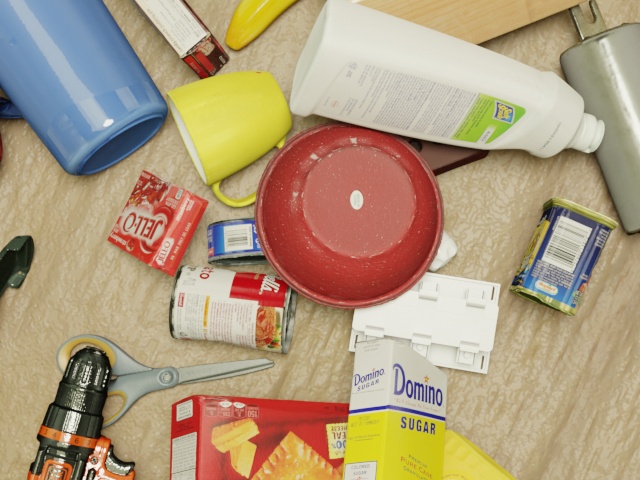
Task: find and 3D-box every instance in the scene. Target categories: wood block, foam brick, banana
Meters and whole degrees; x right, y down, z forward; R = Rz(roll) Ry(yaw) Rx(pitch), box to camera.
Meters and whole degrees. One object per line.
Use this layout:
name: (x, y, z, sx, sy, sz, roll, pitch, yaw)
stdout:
wood block: (0.110, -0.222, 0.914, 0.206, 0.091, 0.090, -21, 43, 3)
foam brick: (0.103, -0.087, 0.939, 0.078, 0.051, 0.053, -22, 84, 3)
banana: (-0.001, -0.235, 0.967, 0.198, 0.037, 0.069, -18, 84, 3)

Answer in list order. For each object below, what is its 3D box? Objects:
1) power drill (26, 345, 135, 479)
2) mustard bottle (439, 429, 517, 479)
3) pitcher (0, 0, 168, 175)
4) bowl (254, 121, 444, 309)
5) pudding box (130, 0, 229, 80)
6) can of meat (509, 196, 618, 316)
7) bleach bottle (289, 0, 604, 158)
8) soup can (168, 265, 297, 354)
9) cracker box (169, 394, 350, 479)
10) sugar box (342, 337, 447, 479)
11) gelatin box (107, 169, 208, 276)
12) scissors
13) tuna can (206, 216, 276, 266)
power drill: (-0.155, 0.200, 0.920, 0.187, 0.057, 0.184, 16, 84, -4)
mustard bottle: (0.087, 0.262, 0.907, 0.096, 0.058, 0.191, 38, 91, 24)
pitcher: (-0.251, -0.175, 0.946, 0.144, 0.149, 0.243, -34, 86, -20)
bowl: (0.028, -0.027, 0.870, 0.162, 0.055, 0.162, 1, 80, -6)
pudding box: (-0.134, -0.202, 0.949, 0.039, 0.090, 0.113, -41, 83, 1)
can of meat: (0.201, 0.015, 0.898, 0.057, 0.102, 0.084, 24, 90, 6)
bleach bottle: (0.109, -0.115, 0.870, 0.250, 0.103, 0.068, 16, 55, -12)
soup can: (-0.075, 0.060, 0.934, 0.102, 0.068, 0.068, 7, 86, 6)
cracker box: (-0.036, 0.236, 0.860, 0.164, 0.072, 0.213, 8, 70, -26)
sugar box: (0.062, 0.176, 0.868, 0.048, 0.093, 0.176, -12, 57, 35)
gelatin box: (-0.144, -0.017, 0.940, 0.030, 0.089, 0.073, 28, 88, -38)
scissors: (-0.151, 0.108, 0.963, 0.202, 0.016, 0.096, -23, 82, 1)
tuna can: (-0.056, 0.001, 0.928, 0.086, 0.086, 0.034, -4, 83, 4)
